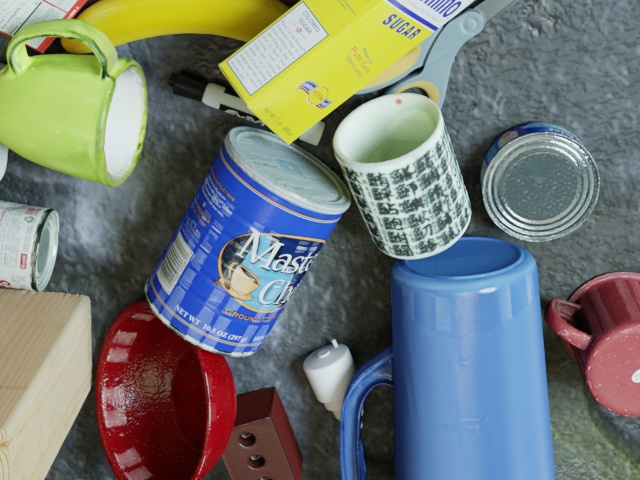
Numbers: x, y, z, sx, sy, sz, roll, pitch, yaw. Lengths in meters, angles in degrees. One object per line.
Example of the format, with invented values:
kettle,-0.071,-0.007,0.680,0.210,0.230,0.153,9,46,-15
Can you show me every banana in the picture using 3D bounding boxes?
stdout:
banana,-0.089,-0.154,0.770,0.198,0.037,0.070,9,112,0

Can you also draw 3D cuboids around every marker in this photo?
marker,-0.056,-0.100,0.800,0.121,0.020,0.020,20,112,-4

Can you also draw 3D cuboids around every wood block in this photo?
wood block,-0.242,0.120,0.801,0.091,0.206,0.090,4,112,2

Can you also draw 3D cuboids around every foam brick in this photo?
foam brick,-0.051,0.172,0.893,0.053,0.051,0.078,-17,110,10

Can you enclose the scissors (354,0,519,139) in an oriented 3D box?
scissors,0.107,-0.137,0.776,0.202,0.016,0.096,-17,112,11

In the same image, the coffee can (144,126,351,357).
coffee can,-0.055,0.001,0.796,0.102,0.102,0.140,29,111,-8

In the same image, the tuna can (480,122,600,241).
tuna can,0.163,-0.045,0.800,0.086,0.033,0.086,1,112,3

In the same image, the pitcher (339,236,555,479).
pitcher,0.105,0.126,0.828,0.149,0.145,0.243,-17,111,-31

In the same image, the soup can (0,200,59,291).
soup can,-0.261,-0.001,0.828,0.102,0.068,0.068,10,112,-1

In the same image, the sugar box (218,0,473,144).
sugar box,0.025,-0.143,0.721,0.176,0.093,0.048,-35,73,8

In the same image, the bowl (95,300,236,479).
bowl,-0.115,0.127,0.850,0.055,0.162,0.162,1,120,-42

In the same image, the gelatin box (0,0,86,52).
gelatin box,-0.211,-0.182,0.747,0.073,0.030,0.089,-44,142,18
